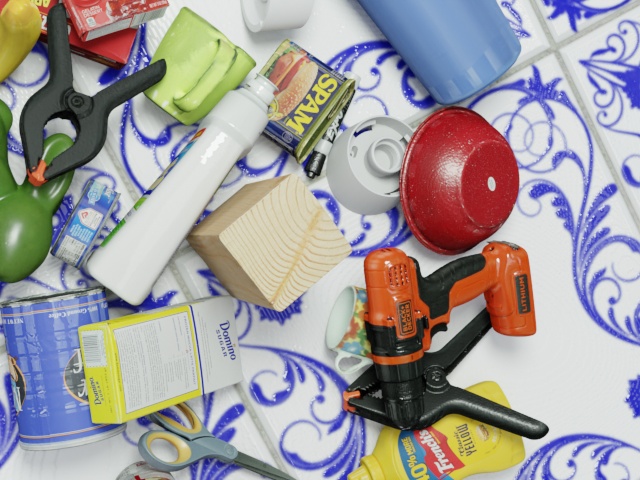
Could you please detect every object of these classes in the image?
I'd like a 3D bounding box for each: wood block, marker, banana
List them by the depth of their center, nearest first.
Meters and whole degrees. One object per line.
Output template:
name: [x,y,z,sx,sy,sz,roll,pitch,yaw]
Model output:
banana: [-0.298,-0.175,0.989,0.037,0.198,0.069,50,45,-9]
wood block: [-0.056,0.002,1.025,0.090,0.206,0.090,-40,100,-12]
marker: [0.012,-0.122,1.138,0.020,0.020,0.121,24,84,-14]

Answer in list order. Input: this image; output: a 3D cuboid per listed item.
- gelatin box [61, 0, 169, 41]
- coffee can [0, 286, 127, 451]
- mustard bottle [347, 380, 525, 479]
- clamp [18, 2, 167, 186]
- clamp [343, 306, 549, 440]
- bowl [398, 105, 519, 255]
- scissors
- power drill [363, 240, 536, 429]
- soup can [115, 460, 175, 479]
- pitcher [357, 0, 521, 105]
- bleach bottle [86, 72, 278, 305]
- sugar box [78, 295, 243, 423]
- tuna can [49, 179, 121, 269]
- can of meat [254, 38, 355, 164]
gelatin box: [-0.196,-0.233,0.988,0.089,0.030,0.073,-24,85,-26]
coffee can: [-0.248,0.121,1.028,0.102,0.103,0.140,-9,93,-15]
mustard bottle: [0.119,0.226,1.149,0.191,0.058,0.096,-19,86,-13]
clamp: [-0.233,-0.134,0.984,0.120,0.039,0.171,34,68,-6]
clamp: [0.130,0.160,1.132,0.210,0.036,0.164,-16,54,-9]
bowl: [0.160,-0.061,1.131,0.161,0.055,0.162,-5,99,-38]
scissors: [-0.107,0.226,1.085,0.201,0.096,0.016,38,125,-11]
power drill: [0.133,0.084,1.091,0.187,0.057,0.184,-14,103,-29]
soup can: [-0.169,0.259,1.051,0.068,0.102,0.068,0,90,-15]
pitcher: [0.107,-0.271,1.115,0.149,0.145,0.243,-37,103,0]
bleach bottle: [-0.128,-0.056,1.045,0.068,0.103,0.251,38,87,-11]
sugar box: [-0.150,0.112,1.036,0.175,0.048,0.093,-10,93,-56]
tuna can: [-0.230,-0.016,1.041,0.033,0.086,0.086,29,83,-12]
can of meat: [-0.027,-0.145,1.100,0.084,0.057,0.102,35,81,6]
